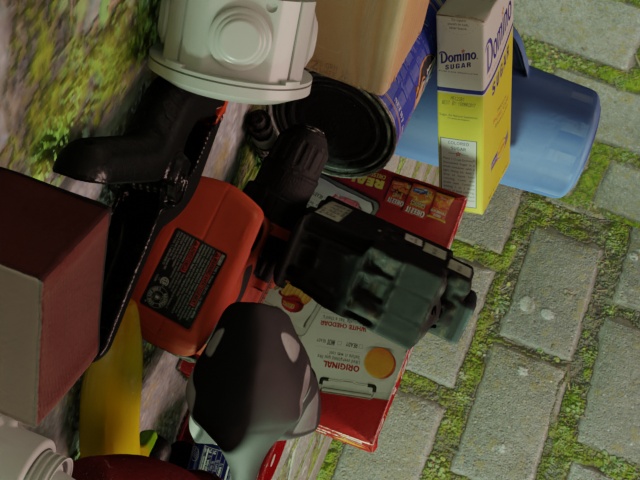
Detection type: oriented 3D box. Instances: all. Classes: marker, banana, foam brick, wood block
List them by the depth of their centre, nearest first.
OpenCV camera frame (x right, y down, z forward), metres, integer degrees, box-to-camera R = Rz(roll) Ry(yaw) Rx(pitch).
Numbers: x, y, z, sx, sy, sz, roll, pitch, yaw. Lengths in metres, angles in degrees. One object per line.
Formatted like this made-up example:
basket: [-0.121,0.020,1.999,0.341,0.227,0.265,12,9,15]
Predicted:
foam brick: [-0.116,0.021,0.404,0.051,0.053,0.078,-59,166,-51]
banana: [-0.124,0.108,0.643,0.198,0.037,0.069,100,-5,-57]
wood block: [0.033,-0.209,0.690,0.206,0.090,0.090,101,13,-49]
marker: [-0.040,-0.071,0.800,0.121,0.020,0.020,74,37,-77]

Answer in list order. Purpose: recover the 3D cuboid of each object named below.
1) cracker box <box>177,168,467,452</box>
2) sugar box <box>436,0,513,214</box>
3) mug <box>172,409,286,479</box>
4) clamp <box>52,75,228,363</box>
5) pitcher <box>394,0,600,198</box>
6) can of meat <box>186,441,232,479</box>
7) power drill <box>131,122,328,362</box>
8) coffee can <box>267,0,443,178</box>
cracker box: [0.005,0.041,0.861,0.072,0.164,0.213,77,34,-71]
sugar box: [0.128,-0.120,0.875,0.093,0.048,0.176,-56,151,-47]
mug: [-0.072,0.169,0.952,0.093,0.081,0.117,85,27,-72]
clamp: [-0.088,-0.021,0.530,0.171,0.039,0.120,-57,167,-58]
pitcher: [0.135,-0.134,1.000,0.149,0.243,0.145,94,14,-83]
can of meat: [-0.077,0.184,0.854,0.102,0.057,0.084,-45,151,-82]
power drill: [-0.055,0.001,0.703,0.184,0.057,0.187,-65,171,4]
coffee can: [0.032,-0.132,0.830,0.103,0.103,0.140,101,13,-50]
